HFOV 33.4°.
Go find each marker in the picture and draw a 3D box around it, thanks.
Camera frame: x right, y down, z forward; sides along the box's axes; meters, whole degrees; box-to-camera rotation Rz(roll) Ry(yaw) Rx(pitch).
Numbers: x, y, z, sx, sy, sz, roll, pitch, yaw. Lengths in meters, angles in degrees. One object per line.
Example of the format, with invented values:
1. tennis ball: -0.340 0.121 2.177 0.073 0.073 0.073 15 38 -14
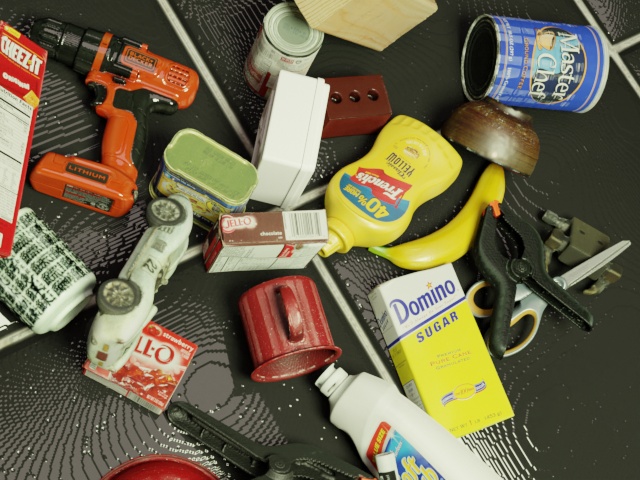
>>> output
1. marker: 0.073 0.262 1.013 0.020 0.020 0.121 -10 86 -20

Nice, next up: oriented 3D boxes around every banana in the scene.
1. banana: 0.148 -0.019 1.183 0.197 0.037 0.069 -32 82 -25

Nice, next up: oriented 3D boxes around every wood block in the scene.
1. wood block: 0.042 -0.276 1.154 0.090 0.205 0.091 -34 80 20

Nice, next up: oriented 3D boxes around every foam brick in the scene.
1. foam brick: 0.031 -0.149 1.189 0.078 0.051 0.053 -8 72 -19

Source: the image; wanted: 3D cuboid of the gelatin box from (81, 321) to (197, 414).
1. gelatin box: -0.176 0.115 1.039 0.089 0.030 0.073 29 64 -5

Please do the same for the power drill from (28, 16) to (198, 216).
1. power drill: -0.233 -0.131 1.099 0.184 0.057 0.187 19 66 -9

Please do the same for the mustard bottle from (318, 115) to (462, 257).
1. mustard bottle: 0.061 -0.049 1.156 0.096 0.058 0.191 39 65 13

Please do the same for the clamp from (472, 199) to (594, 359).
1. clamp: 0.204 0.042 1.140 0.120 0.039 0.171 -22 73 -22

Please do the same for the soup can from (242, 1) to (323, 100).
1. soup can: -0.041 -0.204 1.160 0.068 0.102 0.068 6 69 -15

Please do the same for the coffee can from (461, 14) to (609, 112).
1. coffee can: 0.249 -0.206 1.248 0.140 0.103 0.103 3 69 -16

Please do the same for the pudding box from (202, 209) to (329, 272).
1. pudding box: -0.057 0.001 1.085 0.113 0.090 0.039 -1 72 -18

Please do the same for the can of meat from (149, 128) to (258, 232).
1. can of meat: -0.119 -0.060 1.092 0.102 0.084 0.057 30 64 -4

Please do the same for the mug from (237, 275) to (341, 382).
1. mug: -0.034 0.082 1.050 0.093 0.117 0.081 -14 70 -9

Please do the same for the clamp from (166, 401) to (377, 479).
1. clamp: -0.047 0.226 0.987 0.210 0.036 0.164 16 28 -10

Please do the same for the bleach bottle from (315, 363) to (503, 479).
1. bleach bottle: 0.092 0.221 1.054 0.251 0.103 0.068 41 37 9

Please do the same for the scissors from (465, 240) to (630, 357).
1. scissors: 0.240 0.042 1.172 0.096 0.016 0.201 42 80 12

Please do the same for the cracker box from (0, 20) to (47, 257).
1. cracker box: -0.352 -0.085 0.990 0.164 0.072 0.213 -7 67 27

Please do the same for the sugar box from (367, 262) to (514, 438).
1. sugar box: 0.125 0.119 1.121 0.093 0.048 0.176 -16 77 -22
